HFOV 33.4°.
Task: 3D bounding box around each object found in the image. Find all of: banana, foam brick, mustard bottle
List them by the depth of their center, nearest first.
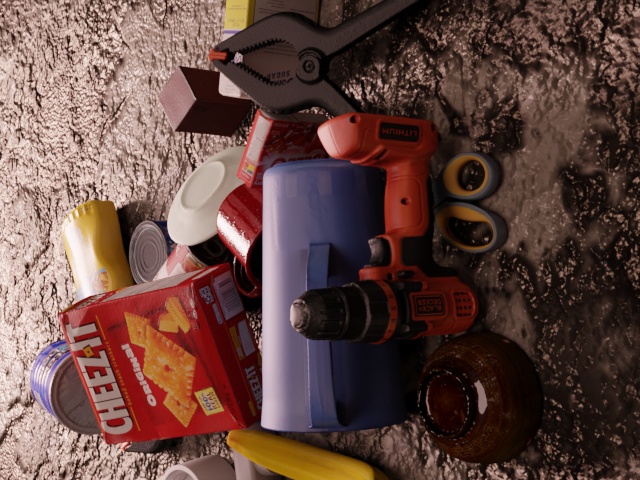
[{"bbox_3d":[-0.003,0.217,1.033,0.198,0.069,0.037,7,63,41],"label":"banana"},{"bbox_3d":[-0.126,-0.151,1.162,0.053,0.078,0.051,-49,55,34],"label":"foam brick"},{"bbox_3d":[-0.273,0.052,1.343,0.096,0.058,0.192,-35,64,41],"label":"mustard bottle"}]

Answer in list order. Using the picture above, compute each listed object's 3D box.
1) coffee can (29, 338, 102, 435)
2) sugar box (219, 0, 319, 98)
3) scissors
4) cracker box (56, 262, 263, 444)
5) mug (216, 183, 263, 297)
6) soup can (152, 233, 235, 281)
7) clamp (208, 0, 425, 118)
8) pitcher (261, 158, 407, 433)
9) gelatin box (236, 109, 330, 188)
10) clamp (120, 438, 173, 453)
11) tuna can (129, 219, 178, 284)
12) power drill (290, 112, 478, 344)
[{"bbox_3d":[-0.293,0.176,1.308,0.140,0.102,0.103,180,90,-65],"label":"coffee can"},{"bbox_3d":[-0.048,-0.227,1.062,0.048,0.093,0.176,17,103,48],"label":"sugar box"},{"bbox_3d":[0.091,-0.048,0.964,0.202,0.016,0.096,26,113,44],"label":"scissors"},{"bbox_3d":[-0.169,0.127,1.151,0.214,0.072,0.164,-14,99,35],"label":"cracker box"},{"bbox_3d":[-0.057,0.001,1.078,0.082,0.093,0.117,45,121,44],"label":"mug"},{"bbox_3d":[-0.142,0.038,1.189,0.102,0.068,0.068,-51,55,36],"label":"soup can"},{"bbox_3d":[-0.001,-0.151,0.990,0.210,0.036,0.164,2,96,15],"label":"clamp"},{"bbox_3d":[0.006,0.050,0.960,0.149,0.144,0.243,-5,88,52],"label":"pitcher"},{"bbox_3d":[-0.032,-0.088,1.048,0.030,0.089,0.073,40,119,39],"label":"gelatin box"},{"bbox_3d":[-0.181,0.204,1.259,0.120,0.039,0.172,55,127,36],"label":"clamp"},{"bbox_3d":[-0.192,0.018,1.270,0.086,0.033,0.086,1,91,48],"label":"tuna can"},{"bbox_3d":[0.046,-0.008,0.882,0.057,0.184,0.187,-15,78,51],"label":"power drill"}]
